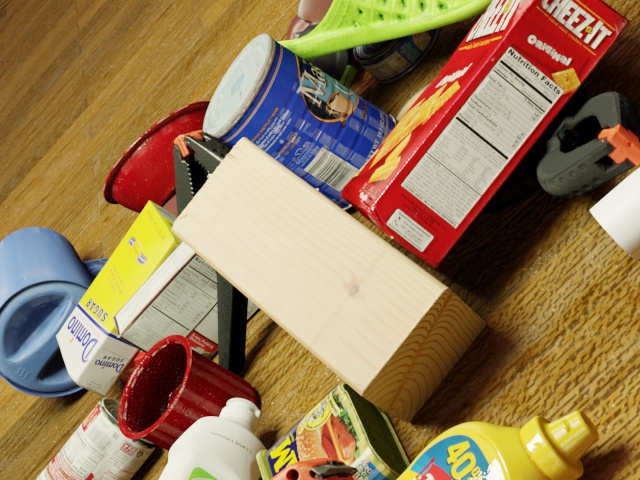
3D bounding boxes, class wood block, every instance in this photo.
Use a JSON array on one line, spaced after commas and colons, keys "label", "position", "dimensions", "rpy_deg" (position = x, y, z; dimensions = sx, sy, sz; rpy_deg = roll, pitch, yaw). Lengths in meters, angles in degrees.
[{"label": "wood block", "position": [0.002, 0.025, 0.761], "dimensions": [0.206, 0.090, 0.091], "rpy_deg": [38, 90, 33]}]

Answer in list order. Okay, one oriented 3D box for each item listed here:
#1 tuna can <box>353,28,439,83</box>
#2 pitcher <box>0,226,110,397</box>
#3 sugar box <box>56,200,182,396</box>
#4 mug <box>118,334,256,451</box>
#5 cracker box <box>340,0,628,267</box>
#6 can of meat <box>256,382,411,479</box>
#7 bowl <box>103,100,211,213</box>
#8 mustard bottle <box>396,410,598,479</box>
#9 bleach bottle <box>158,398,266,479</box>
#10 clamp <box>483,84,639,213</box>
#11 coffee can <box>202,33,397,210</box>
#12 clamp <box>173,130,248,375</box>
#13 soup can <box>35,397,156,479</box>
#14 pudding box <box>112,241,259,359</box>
[{"label": "tuna can", "position": [0.073, -0.197, 1.041], "dimensions": [0.086, 0.033, 0.086], "rpy_deg": [-35, 34, 28]}, {"label": "pitcher", "position": [-0.304, 0.065, 1.213], "dimensions": [0.145, 0.149, 0.243], "rpy_deg": [-65, 25, 9]}, {"label": "sugar box", "position": [-0.191, 0.056, 1.055], "dimensions": [0.176, 0.048, 0.093], "rpy_deg": [-52, 35, 8]}, {"label": "mug", "position": [-0.115, 0.140, 0.893], "dimensions": [0.117, 0.081, 0.093], "rpy_deg": [-21, 45, 44]}, {"label": "cracker box", "position": [0.110, -0.092, 0.790], "dimensions": [0.214, 0.072, 0.164], "rpy_deg": [-52, 8, 3]}, {"label": "can of meat", "position": [0.011, 0.157, 0.727], "dimensions": [0.084, 0.057, 0.102], "rpy_deg": [-44, 30, 10]}, {"label": "bowl", "position": [-0.157, -0.077, 1.168], "dimensions": [0.162, 0.055, 0.162], "rpy_deg": [-40, -10, -9]}, {"label": "mustard bottle", "position": [0.081, 0.162, 0.620], "dimensions": [0.192, 0.058, 0.096], "rpy_deg": [-42, 41, 17]}, {"label": "bleach bottle", "position": [-0.085, 0.225, 0.766], "dimensions": [0.068, 0.102, 0.250], "rpy_deg": [-44, 19, 45]}, {"label": "clamp", "position": [0.164, -0.058, 0.735], "dimensions": [0.120, 0.039, 0.171], "rpy_deg": [-58, 10, 7]}, {"label": "coffee can", "position": [-0.018, -0.102, 0.944], "dimensions": [0.103, 0.140, 0.103], "rpy_deg": [-46, 26, 31]}, {"label": "clamp", "position": [-0.056, 0.001, 0.888], "dimensions": [0.165, 0.210, 0.036], "rpy_deg": [-20, 2, 34]}, {"label": "soup can", "position": [-0.203, 0.202, 0.967], "dimensions": [0.102, 0.068, 0.069], "rpy_deg": [-51, 30, 2]}, {"label": "pudding box", "position": [-0.119, 0.062, 0.976], "dimensions": [0.113, 0.090, 0.039], "rpy_deg": [-47, 30, 10]}]
